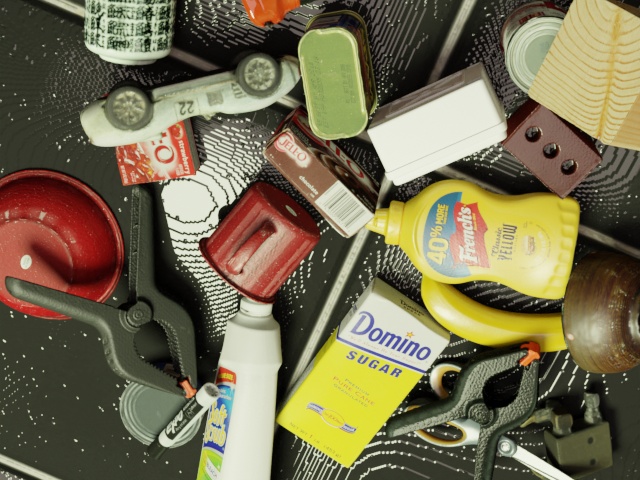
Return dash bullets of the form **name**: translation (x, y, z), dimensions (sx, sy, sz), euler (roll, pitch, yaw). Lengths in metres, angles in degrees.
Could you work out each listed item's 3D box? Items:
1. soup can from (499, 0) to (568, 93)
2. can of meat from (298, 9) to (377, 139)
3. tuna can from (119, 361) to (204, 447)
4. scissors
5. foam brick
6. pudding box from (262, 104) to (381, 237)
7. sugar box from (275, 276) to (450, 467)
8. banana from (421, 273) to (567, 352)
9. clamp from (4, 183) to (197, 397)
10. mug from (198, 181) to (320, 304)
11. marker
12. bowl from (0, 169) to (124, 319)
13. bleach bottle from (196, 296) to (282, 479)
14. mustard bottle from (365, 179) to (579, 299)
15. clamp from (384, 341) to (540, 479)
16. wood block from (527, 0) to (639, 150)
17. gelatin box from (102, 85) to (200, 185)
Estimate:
- **soup can**: translation (0.188, -0.164, 0.904), dimensions (0.068, 0.102, 0.068), euler (2, 110, 6)
- **can of meat**: translation (0.015, -0.146, 0.943), dimensions (0.057, 0.084, 0.102), euler (-7, 109, 9)
- **tuna can**: translation (-0.162, 0.170, 1.107), dimensions (0.086, 0.033, 0.086), euler (2, 110, 6)
- **scissors**: translation (0.180, 0.181, 1.049), dimensions (0.202, 0.016, 0.096), euler (14, 102, 20)
- **foam brick**: translation (0.205, -0.086, 0.957), dimensions (0.078, 0.051, 0.053), euler (40, 109, -8)
- **pudding box**: translation (0.003, -0.064, 0.971), dimensions (0.039, 0.090, 0.113), euler (-40, 101, 20)
- **sugar box**: translation (0.041, 0.132, 1.061), dimensions (0.093, 0.048, 0.176), euler (33, 112, -5)
- **banana**: translation (0.178, 0.073, 1.026), dimensions (0.198, 0.037, 0.070), euler (19, 111, 0)
- **clamp**: translation (-0.192, 0.072, 1.030), dimensions (0.164, 0.036, 0.210), euler (-31, 105, -23)
- **mug**: translation (-0.056, 0.001, 0.991), dimensions (0.093, 0.117, 0.081), euler (42, 105, 4)
- **marker**: translation (-0.139, 0.183, 1.066), dimensions (0.020, 0.020, 0.121), euler (38, 123, -7)
- **bowl**: translation (-0.279, 0.014, 1.055), dimensions (0.162, 0.055, 0.162), euler (2, 109, 7)
- **bleach bottle**: translation (-0.079, 0.169, 1.072), dimensions (0.068, 0.103, 0.251), euler (2, 104, -22)
- **mustard bottle**: translation (0.137, -0.006, 0.990), dimensions (0.191, 0.058, 0.096), euler (9, 99, 5)
- **clamp**: translation (0.144, 0.160, 1.026), dimensions (0.120, 0.039, 0.171), euler (28, 106, -2)
- **wood block**: translation (0.276, -0.124, 0.852), dimensions (0.090, 0.205, 0.091), euler (43, 118, 39)
- **gelatin box**: translation (-0.160, -0.101, 1.010), dimensions (0.073, 0.030, 0.089), euler (-8, 109, 10)
